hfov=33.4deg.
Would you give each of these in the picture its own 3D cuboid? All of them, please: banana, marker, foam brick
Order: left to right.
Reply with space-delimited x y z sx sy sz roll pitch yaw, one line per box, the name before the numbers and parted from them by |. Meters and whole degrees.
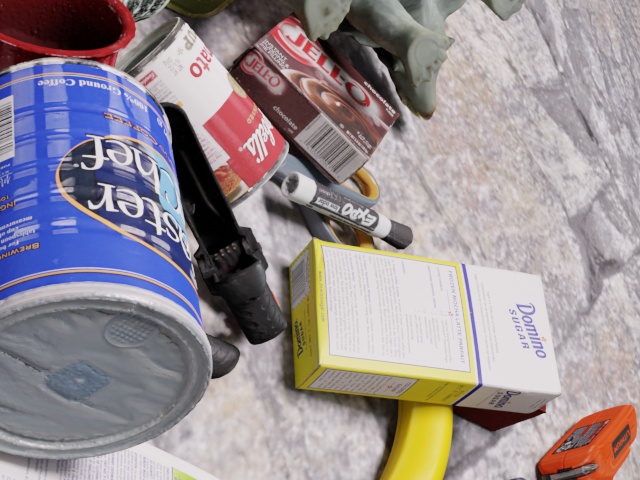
marker | 0.022 -0.019 0.743 0.120 0.020 0.020 23 51 -40
banana | 0.056 0.125 0.707 0.069 0.037 0.197 18 49 -14
foam brick | 0.121 0.100 0.783 0.078 0.051 0.053 29 48 -35

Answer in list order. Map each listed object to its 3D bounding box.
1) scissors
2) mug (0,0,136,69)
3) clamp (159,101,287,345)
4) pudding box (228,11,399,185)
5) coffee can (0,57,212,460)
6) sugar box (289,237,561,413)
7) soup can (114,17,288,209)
scissors | -0.025 -0.036 0.729 0.201 0.016 0.096 10 60 -46
mug | -0.140 -0.078 0.536 0.117 0.082 0.093 38 36 20
clamp | -0.054 0.001 0.586 0.171 0.039 0.120 84 -14 -70
pudding box | -0.003 -0.104 0.761 0.113 0.039 0.090 46 33 -8
coffee can | -0.106 0.005 0.452 0.102 0.103 0.140 27 33 -37
sugar box | 0.069 0.059 0.707 0.176 0.048 0.093 11 57 -23
soup can | -0.077 -0.074 0.644 0.102 0.069 0.068 49 38 -22
